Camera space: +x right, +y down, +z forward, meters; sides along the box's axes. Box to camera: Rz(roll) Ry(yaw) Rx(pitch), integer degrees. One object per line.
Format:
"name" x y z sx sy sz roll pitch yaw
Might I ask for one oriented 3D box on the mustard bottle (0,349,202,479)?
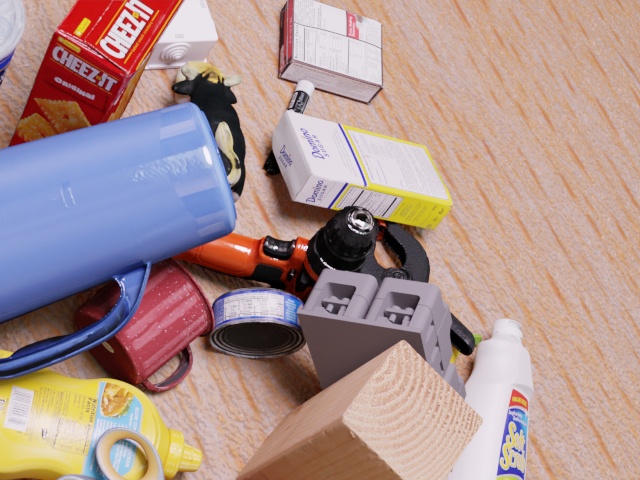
"mustard bottle" -0.185 0.155 0.848 0.191 0.058 0.096 18 57 -20

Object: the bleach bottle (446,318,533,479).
"bleach bottle" 0.159 0.183 1.007 0.102 0.068 0.250 49 44 -41

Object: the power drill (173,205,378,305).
"power drill" -0.056 0.001 0.928 0.187 0.185 0.057 20 58 -8

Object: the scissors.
"scissors" -0.106 0.212 0.815 0.201 0.016 0.096 24 70 -10

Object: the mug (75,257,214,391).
"mug" -0.146 0.076 0.899 0.081 0.093 0.117 -40 126 -32

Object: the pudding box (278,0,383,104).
"pudding box" 0.012 -0.205 1.144 0.113 0.039 0.090 12 62 -21

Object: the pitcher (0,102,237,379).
"pitcher" -0.188 -0.010 0.809 0.242 0.149 0.145 -18 38 -7

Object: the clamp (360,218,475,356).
"clamp" 0.084 0.049 1.042 0.120 0.039 0.171 4 58 -12

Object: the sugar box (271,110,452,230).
"sugar box" 0.041 -0.068 1.062 0.175 0.048 0.093 9 42 -31

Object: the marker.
"marker" -0.032 -0.114 1.087 0.020 0.020 0.121 29 56 -14

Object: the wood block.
"wood block" 0.024 0.171 0.862 0.091 0.206 0.090 45 54 -3

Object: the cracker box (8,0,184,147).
"cracker box" -0.183 -0.153 0.902 0.072 0.214 0.164 31 56 -12

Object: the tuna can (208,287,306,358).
"tuna can" -0.055 0.073 0.942 0.086 0.086 0.034 13 60 -23
